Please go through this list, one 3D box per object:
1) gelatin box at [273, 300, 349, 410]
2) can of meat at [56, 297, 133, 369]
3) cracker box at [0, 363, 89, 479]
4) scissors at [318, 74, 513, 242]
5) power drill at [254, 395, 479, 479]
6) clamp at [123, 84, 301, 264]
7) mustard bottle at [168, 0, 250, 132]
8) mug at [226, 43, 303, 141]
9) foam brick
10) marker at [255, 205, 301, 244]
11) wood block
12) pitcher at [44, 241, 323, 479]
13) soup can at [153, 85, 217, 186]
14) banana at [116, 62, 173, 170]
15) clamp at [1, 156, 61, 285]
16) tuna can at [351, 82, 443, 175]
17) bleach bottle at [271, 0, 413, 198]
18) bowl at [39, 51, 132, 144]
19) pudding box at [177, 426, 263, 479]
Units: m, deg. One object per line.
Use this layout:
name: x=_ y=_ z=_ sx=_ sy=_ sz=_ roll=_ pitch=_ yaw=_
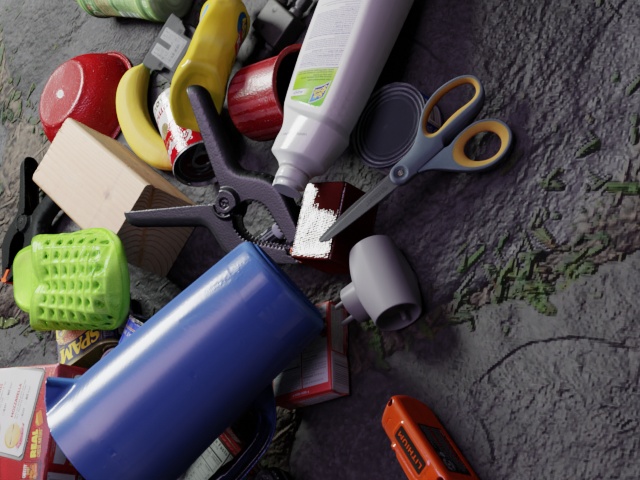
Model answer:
gelatin box: x=-0.009 y=0.108 z=1.001 sx=0.073 sy=0.030 sz=0.089 roll=-21 pitch=59 yaw=36
can of meat: x=-0.254 y=0.106 z=1.206 sx=0.102 sy=0.057 sz=0.084 roll=-34 pitch=51 yaw=28
cracker box: x=-0.334 y=0.222 z=1.152 sx=0.214 sy=0.072 sz=0.164 roll=-9 pitch=70 yaw=38
scissors: x=0.092 y=-0.054 z=0.953 sx=0.096 sy=0.016 sz=0.202 roll=37 pitch=94 yaw=20
power drill: x=0.033 y=0.220 z=0.898 sx=0.188 sy=0.057 sz=0.185 roll=-51 pitch=50 yaw=18
clamp: x=-0.089 y=-0.049 z=1.070 sx=0.210 sy=0.036 sz=0.165 roll=28 pitch=106 yaw=19
mustard bottle: x=-0.115 y=-0.212 z=1.167 sx=0.096 sy=0.058 sz=0.191 roll=107 pitch=176 yaw=-46
mug: x=-0.037 y=-0.156 z=1.102 sx=0.082 sy=0.093 sz=0.117 roll=-8 pitch=41 yaw=45
foam brick: x=0.014 y=-0.011 z=1.013 sx=0.051 sy=0.052 sz=0.078 roll=0 pitch=71 yaw=42
marker: x=-0.057 y=0.001 z=1.096 sx=0.121 sy=0.020 sz=0.020 roll=-37 pitch=52 yaw=26
wood block: x=-0.238 y=-0.053 z=1.234 sx=0.206 sy=0.090 sz=0.091 roll=37 pitch=98 yaw=45
pitcher: x=-0.110 y=0.125 z=0.958 sx=0.243 sy=0.149 sz=0.145 roll=-42 pitch=54 yaw=0
soup can: x=-0.143 y=-0.119 z=1.190 sx=0.069 sy=0.068 sz=0.102 roll=-41 pitch=49 yaw=22
banana: x=-0.212 y=-0.147 z=1.285 sx=0.070 sy=0.037 sz=0.198 roll=-38 pitch=51 yaw=26
clamp: x=-0.364 y=-0.024 z=1.372 sx=0.120 sy=0.039 sz=0.171 roll=5 pitch=82 yaw=48
tuna can: x=0.073 y=-0.104 z=1.010 sx=0.086 sy=0.033 sz=0.086 roll=-18 pitch=62 yaw=36
bleach bottle: x=0.010 y=-0.157 z=1.033 sx=0.103 sy=0.068 sz=0.250 roll=2 pitch=63 yaw=50
bowl: x=-0.314 y=-0.180 z=1.379 sx=0.162 sy=0.055 sz=0.162 roll=-18 pitch=61 yaw=37
pudding box: x=-0.107 y=0.244 z=1.027 sx=0.113 sy=0.039 sz=0.090 roll=-54 pitch=46 yaw=8
